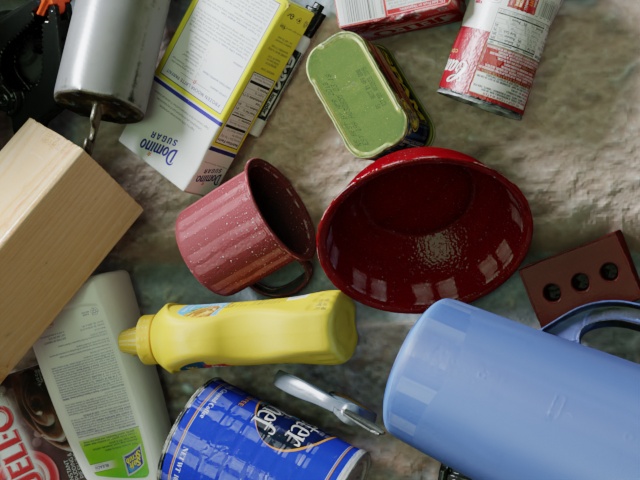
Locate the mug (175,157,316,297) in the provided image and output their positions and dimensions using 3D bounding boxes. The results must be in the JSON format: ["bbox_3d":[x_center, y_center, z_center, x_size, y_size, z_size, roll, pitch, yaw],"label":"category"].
[{"bbox_3d":[-0.056,0.001,0.869,0.082,0.093,0.117,-30,119,21],"label":"mug"}]

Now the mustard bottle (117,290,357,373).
[{"bbox_3d":[-0.071,0.075,0.857,0.192,0.096,0.058,-5,91,14],"label":"mustard bottle"}]

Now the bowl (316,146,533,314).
[{"bbox_3d":[0.076,-0.017,0.808,0.162,0.162,0.055,-21,41,17],"label":"bowl"}]

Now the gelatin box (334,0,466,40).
[{"bbox_3d":[0.063,-0.180,0.825,0.089,0.073,0.030,-9,90,17],"label":"gelatin box"}]

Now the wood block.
[{"bbox_3d":[-0.255,0.015,0.866,0.090,0.090,0.206,29,76,40],"label":"wood block"}]

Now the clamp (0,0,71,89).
[{"bbox_3d":[-0.252,-0.182,0.945,0.172,0.039,0.120,-6,92,17],"label":"clamp"}]

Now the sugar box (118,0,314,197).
[{"bbox_3d":[-0.088,-0.133,0.883,0.093,0.048,0.176,37,105,31],"label":"sugar box"}]

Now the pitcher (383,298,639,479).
[{"bbox_3d":[0.175,0.121,0.726,0.243,0.149,0.145,23,121,22],"label":"pitcher"}]

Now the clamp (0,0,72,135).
[{"bbox_3d":[-0.259,-0.115,0.926,0.164,0.036,0.210,40,117,3],"label":"clamp"}]

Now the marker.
[{"bbox_3d":[-0.030,-0.142,0.885,0.020,0.020,0.121,33,101,15],"label":"marker"}]

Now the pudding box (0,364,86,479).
[{"bbox_3d":[-0.265,0.173,0.935,0.089,0.039,0.113,-17,82,-27],"label":"pudding box"}]

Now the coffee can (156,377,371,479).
[{"bbox_3d":[-0.044,0.185,0.854,0.140,0.102,0.103,24,99,16],"label":"coffee can"}]

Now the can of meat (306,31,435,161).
[{"bbox_3d":[0.038,-0.109,0.829,0.057,0.083,0.102,-31,82,16],"label":"can of meat"}]

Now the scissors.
[{"bbox_3d":[0.004,0.119,0.785,0.096,0.201,0.016,23,84,7],"label":"scissors"}]

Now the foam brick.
[{"bbox_3d":[0.196,0.030,0.798,0.078,0.051,0.053,-23,85,17],"label":"foam brick"}]

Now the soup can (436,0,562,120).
[{"bbox_3d":[0.137,-0.149,0.804,0.068,0.068,0.102,21,97,16],"label":"soup can"}]

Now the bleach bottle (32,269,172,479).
[{"bbox_3d":[-0.181,0.157,0.920,0.103,0.068,0.251,-16,89,18],"label":"bleach bottle"}]
